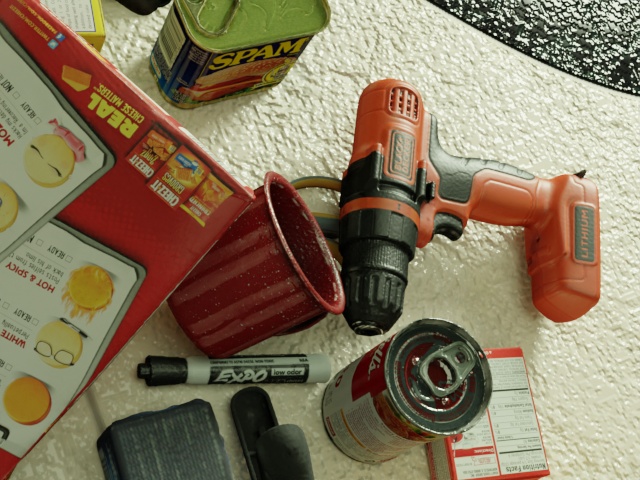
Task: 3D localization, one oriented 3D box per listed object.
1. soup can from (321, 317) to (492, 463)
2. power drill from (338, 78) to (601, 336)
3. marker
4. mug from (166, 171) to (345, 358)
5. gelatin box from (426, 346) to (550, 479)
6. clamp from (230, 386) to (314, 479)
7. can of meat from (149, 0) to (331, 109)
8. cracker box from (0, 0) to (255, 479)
[{"bbox_3d":[0.049,0.093,0.642,0.068,0.102,0.068,8,66,-19],"label":"soup can"},{"bbox_3d":[0.100,-0.005,0.717,0.187,0.057,0.184,19,62,-22],"label":"power drill"},{"bbox_3d":[-0.052,0.079,0.654,0.121,0.020,0.020,2,69,-22],"label":"marker"},{"bbox_3d":[-0.037,0.024,0.640,0.081,0.117,0.093,-27,52,13],"label":"mug"},{"bbox_3d":[0.104,0.116,0.698,0.073,0.030,0.089,0,70,-24],"label":"gelatin box"},{"bbox_3d":[-0.007,0.180,0.568,0.036,0.165,0.210,-15,85,-8],"label":"clamp"},{"bbox_3d":[-0.056,-0.134,0.702,0.101,0.084,0.057,-17,77,-28],"label":"can of meat"},{"bbox_3d":[-0.163,0.002,0.560,0.164,0.072,0.214,41,91,-1],"label":"cracker box"}]
